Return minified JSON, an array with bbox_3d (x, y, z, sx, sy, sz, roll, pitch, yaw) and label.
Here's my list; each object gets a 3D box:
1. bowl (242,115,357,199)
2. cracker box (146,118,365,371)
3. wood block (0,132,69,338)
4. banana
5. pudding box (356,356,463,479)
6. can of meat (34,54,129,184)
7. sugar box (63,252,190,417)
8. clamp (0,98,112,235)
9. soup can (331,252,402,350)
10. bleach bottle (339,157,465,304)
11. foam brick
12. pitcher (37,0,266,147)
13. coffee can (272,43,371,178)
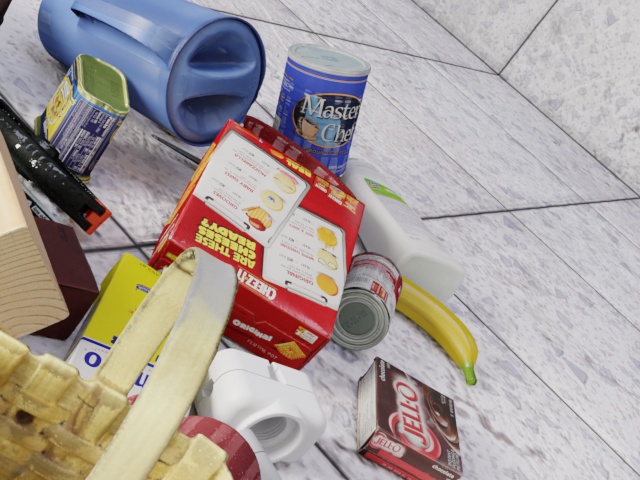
[{"bbox_3d":[-0.036,-0.066,1.158,0.162,0.055,0.162,37,12,-9],"label":"bowl"},{"bbox_3d":[-0.056,0.001,0.986,0.164,0.072,0.213,32,35,-11],"label":"cracker box"},{"bbox_3d":[-0.251,-0.028,0.726,0.091,0.090,0.206,81,-17,-47],"label":"wood block"},{"bbox_3d":[0.106,0.077,1.179,0.198,0.037,0.069,39,21,4],"label":"banana"},{"bbox_3d":[0.078,0.165,0.954,0.090,0.039,0.113,32,22,-13],"label":"pudding box"},{"bbox_3d":[-0.222,-0.116,0.997,0.057,0.084,0.102,25,24,-28],"label":"can of meat"},{"bbox_3d":[-0.134,0.084,0.783,0.093,0.048,0.176,33,21,-12],"label":"sugar box"},{"bbox_3d":[-0.249,-0.075,0.901,0.171,0.039,0.120,42,4,13],"label":"clamp"},{"bbox_3d":[0.043,0.060,1.075,0.068,0.069,0.102,36,22,-3],"label":"soup can"},{"bbox_3d":[0.084,-0.025,1.320,0.102,0.068,0.251,23,24,-32],"label":"bleach bottle"},{"bbox_3d":[-0.205,0.026,0.781,0.052,0.051,0.078,18,29,-42],"label":"foam brick"},{"bbox_3d":[-0.187,-0.203,1.097,0.243,0.149,0.144,29,44,34],"label":"pitcher"},{"bbox_3d":[-0.004,-0.158,1.306,0.102,0.140,0.103,11,24,-5],"label":"coffee can"}]
